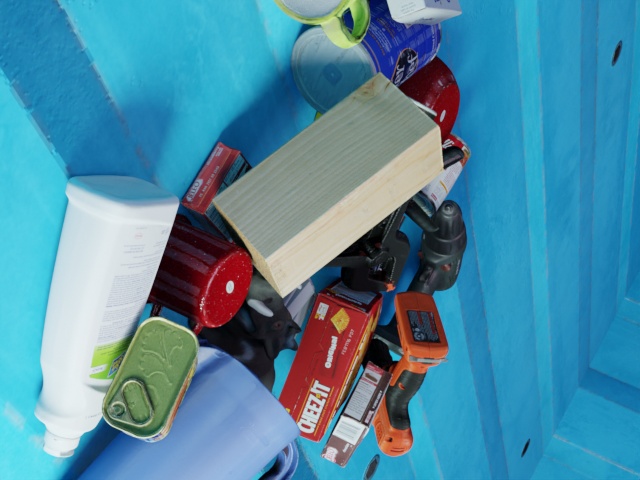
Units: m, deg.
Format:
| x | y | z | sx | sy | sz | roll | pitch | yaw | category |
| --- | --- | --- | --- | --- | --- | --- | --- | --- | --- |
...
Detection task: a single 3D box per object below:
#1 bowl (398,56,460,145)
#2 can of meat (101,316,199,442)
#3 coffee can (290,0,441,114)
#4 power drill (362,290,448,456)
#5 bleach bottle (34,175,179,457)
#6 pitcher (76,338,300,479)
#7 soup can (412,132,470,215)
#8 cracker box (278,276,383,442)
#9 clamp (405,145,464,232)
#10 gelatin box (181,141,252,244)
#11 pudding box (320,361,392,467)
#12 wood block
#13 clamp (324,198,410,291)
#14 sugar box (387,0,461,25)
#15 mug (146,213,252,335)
| x | y | z | sx | sy | sz | roll | pitch | yaw | category |
| --- | --- | --- | --- | --- | --- | --- | --- | --- | --- |
| 0.135 | -0.166 | 1.373 | 0.161 | 0.055 | 0.162 | -43 | 145 | -41 | bowl |
| -0.148 | 0.127 | 0.947 | 0.084 | 0.057 | 0.102 | 106 | 7 | -74 | can of meat |
| 0.050 | -0.201 | 1.124 | 0.140 | 0.103 | 0.103 | -42 | 145 | -42 | coffee can |
| 0.102 | 0.154 | 1.372 | 0.184 | 0.057 | 0.188 | -104 | -158 | -45 | power drill |
| -0.198 | 0.071 | 0.915 | 0.102 | 0.068 | 0.251 | -8 | 119 | -62 | bleach bottle |
| -0.139 | 0.228 | 1.032 | 0.242 | 0.149 | 0.145 | -45 | 165 | -13 | pitcher |
| 0.151 | -0.092 | 1.450 | 0.102 | 0.069 | 0.068 | -56 | 152 | -20 | soup can |
| 0.014 | 0.139 | 1.302 | 0.213 | 0.072 | 0.164 | -23 | 134 | -82 | cracker box |
| 0.104 | -0.058 | 1.353 | 0.171 | 0.039 | 0.120 | -7 | 115 | -30 | clamp |
| -0.095 | -0.045 | 1.057 | 0.073 | 0.030 | 0.089 | -60 | 154 | -12 | gelatin box |
| 0.044 | 0.216 | 1.320 | 0.090 | 0.039 | 0.114 | -61 | 177 | -39 | pudding box |
| 0.010 | -0.053 | 1.030 | 0.206 | 0.091 | 0.090 | -38 | 154 | -10 | wood block |
| 0.050 | 0.014 | 1.254 | 0.164 | 0.036 | 0.210 | -32 | 151 | -10 | clamp |
| 0.084 | -0.307 | 1.073 | 0.093 | 0.048 | 0.176 | -13 | 90 | -58 | sugar box |
| -0.123 | 0.043 | 1.012 | 0.117 | 0.082 | 0.093 | -66 | 155 | -2 | mug |
